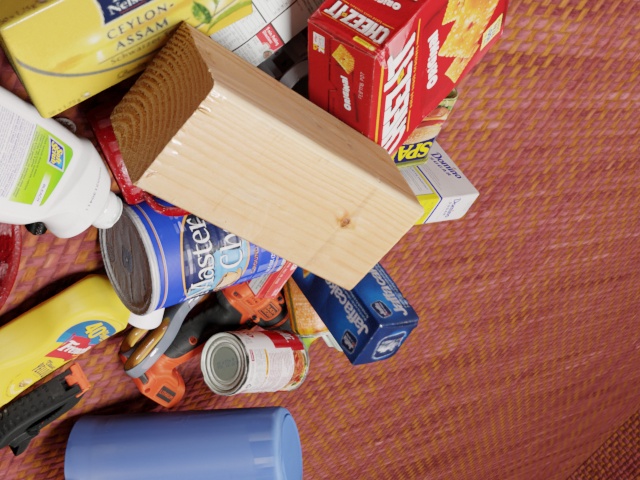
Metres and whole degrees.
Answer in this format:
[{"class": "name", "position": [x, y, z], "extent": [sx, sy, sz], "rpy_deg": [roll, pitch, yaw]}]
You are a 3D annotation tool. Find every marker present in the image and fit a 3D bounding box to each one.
[{"class": "marker", "position": [-0.219, -0.048, 0.860], "extent": [0.020, 0.020, 0.121], "rpy_deg": [-13, 145, -38]}]

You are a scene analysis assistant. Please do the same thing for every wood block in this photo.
[{"class": "wood block", "position": [-0.036, -0.054, 0.767], "extent": [0.205, 0.090, 0.091], "rpy_deg": [28, 113, -38]}]

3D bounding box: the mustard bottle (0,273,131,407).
[{"class": "mustard bottle", "position": [-0.241, 0.083, 0.996], "extent": [0.191, 0.058, 0.096], "rpy_deg": [-32, 162, -9]}]

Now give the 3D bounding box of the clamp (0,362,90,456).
[{"class": "clamp", "position": [-0.304, 0.184, 1.036], "extent": [0.210, 0.036, 0.164], "rpy_deg": [-38, 171, 33]}]

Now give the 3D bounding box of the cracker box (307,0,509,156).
[{"class": "cracker box", "position": [0.080, -0.174, 0.878], "extent": [0.213, 0.072, 0.164], "rpy_deg": [-49, 159, -25]}]

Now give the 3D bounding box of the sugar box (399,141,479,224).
[{"class": "sugar box", "position": [0.073, -0.059, 1.096], "extent": [0.175, 0.093, 0.048], "rpy_deg": [-5, 140, -44]}]

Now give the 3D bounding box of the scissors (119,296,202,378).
[{"class": "scissors", "position": [-0.141, 0.058, 1.102], "extent": [0.016, 0.096, 0.201], "rpy_deg": [47, 67, -24]}]

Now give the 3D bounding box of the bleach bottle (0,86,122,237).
[{"class": "bleach bottle", "position": [-0.230, -0.053, 0.742], "extent": [0.250, 0.068, 0.102], "rpy_deg": [33, 76, -56]}]

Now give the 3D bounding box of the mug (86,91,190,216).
[{"class": "mug", "position": [-0.126, -0.070, 0.834], "extent": [0.081, 0.117, 0.093], "rpy_deg": [-26, 163, -9]}]

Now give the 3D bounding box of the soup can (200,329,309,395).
[{"class": "soup can", "position": [-0.070, 0.129, 1.133], "extent": [0.102, 0.068, 0.069], "rpy_deg": [5, 132, -52]}]

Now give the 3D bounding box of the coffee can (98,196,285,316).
[{"class": "coffee can", "position": [-0.114, 0.000, 0.963], "extent": [0.140, 0.103, 0.103], "rpy_deg": [-17, 147, -32]}]

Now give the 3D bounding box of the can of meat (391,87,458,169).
[{"class": "can of meat", "position": [0.077, -0.119, 1.047], "extent": [0.101, 0.057, 0.084], "rpy_deg": [-13, 142, -38]}]

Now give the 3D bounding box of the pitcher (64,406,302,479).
[{"class": "pitcher", "position": [-0.146, 0.243, 1.184], "extent": [0.243, 0.149, 0.145], "rpy_deg": [-8, 154, 11]}]

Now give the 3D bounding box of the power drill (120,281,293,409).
[{"class": "power drill", "position": [-0.115, 0.107, 1.184], "extent": [0.187, 0.057, 0.184], "rpy_deg": [-38, 153, -1]}]

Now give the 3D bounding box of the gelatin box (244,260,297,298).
[{"class": "gelatin box", "position": [-0.057, 0.001, 1.045], "extent": [0.030, 0.089, 0.073], "rpy_deg": [-3, 138, -46]}]

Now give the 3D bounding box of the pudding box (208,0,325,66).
[{"class": "pudding box", "position": [-0.044, -0.188, 0.821], "extent": [0.113, 0.039, 0.090], "rpy_deg": [-39, 152, 2]}]
